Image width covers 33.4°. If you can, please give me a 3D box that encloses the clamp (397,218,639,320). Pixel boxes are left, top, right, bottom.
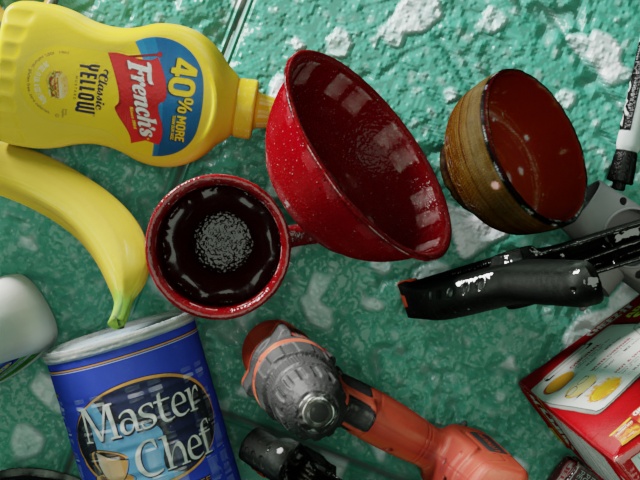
[{"bbox_3d":[0.140,0.020,0.692,0.164,0.210,0.036,-18,92,-38],"label":"clamp"}]

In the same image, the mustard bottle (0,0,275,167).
[{"bbox_3d":[-0.119,-0.100,0.722,0.191,0.058,0.096,9,104,-3],"label":"mustard bottle"}]

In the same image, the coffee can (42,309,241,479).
[{"bbox_3d":[-0.115,0.126,0.709,0.103,0.103,0.140,-16,92,-2],"label":"coffee can"}]

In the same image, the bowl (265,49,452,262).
[{"bbox_3d":[0.015,-0.044,0.698,0.055,0.162,0.162,-35,93,26],"label":"bowl"}]

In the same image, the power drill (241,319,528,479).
[{"bbox_3d":[0.038,0.119,0.684,0.187,0.184,0.057,33,91,-12],"label":"power drill"}]

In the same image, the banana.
[{"bbox_3d":[-0.179,-0.022,0.717,0.198,0.069,0.037,37,133,18],"label":"banana"}]

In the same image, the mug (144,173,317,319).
[{"bbox_3d":[-0.055,0.001,0.717,0.117,0.081,0.093,-11,92,-2],"label":"mug"}]

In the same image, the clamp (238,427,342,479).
[{"bbox_3d":[-0.014,0.147,0.676,0.120,0.172,0.039,46,71,-24],"label":"clamp"}]

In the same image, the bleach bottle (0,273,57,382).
[{"bbox_3d":[-0.228,0.070,0.628,0.102,0.251,0.068,-30,93,-1],"label":"bleach bottle"}]
